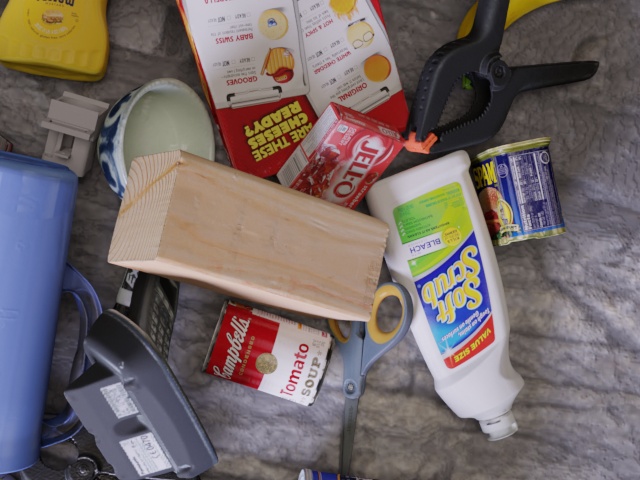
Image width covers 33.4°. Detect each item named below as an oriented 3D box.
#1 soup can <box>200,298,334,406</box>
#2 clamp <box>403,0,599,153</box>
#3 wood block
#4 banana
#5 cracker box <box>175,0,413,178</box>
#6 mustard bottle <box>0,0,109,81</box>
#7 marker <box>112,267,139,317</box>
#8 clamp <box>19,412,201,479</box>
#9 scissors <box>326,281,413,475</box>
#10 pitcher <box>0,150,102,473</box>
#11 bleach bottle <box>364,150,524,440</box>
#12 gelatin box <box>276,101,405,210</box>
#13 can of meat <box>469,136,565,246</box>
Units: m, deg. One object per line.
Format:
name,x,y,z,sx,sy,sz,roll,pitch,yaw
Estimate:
soup can,-0.046,0.099,0.933,0.102,0.068,0.068,19,84,-4
clamp,0.156,-0.147,0.947,0.164,0.036,0.210,43,77,-26
wood block,-0.056,0.000,0.882,0.205,0.091,0.090,18,79,-33
banana,0.199,-0.220,0.996,0.197,0.037,0.069,-32,115,-4
cracker box,-0.030,-0.177,0.926,0.164,0.072,0.213,-19,106,-5
mustard bottle,-0.226,-0.243,0.947,0.096,0.058,0.191,8,85,-4
marker,-0.164,0.027,0.952,0.020,0.020,0.121,19,84,-3
clamp,-0.201,0.210,0.903,0.171,0.039,0.120,25,56,13
scissors,0.045,0.121,0.942,0.096,0.016,0.202,-10,84,35
pitcher,-0.257,0.053,0.845,0.145,0.149,0.243,14,94,12
bleach bottle,0.126,0.053,0.953,0.102,0.068,0.251,-21,90,0
gelatin box,0.018,-0.069,0.909,0.073,0.030,0.089,17,125,-36
can of meat,0.174,-0.041,0.946,0.057,0.102,0.084,-11,89,-7
